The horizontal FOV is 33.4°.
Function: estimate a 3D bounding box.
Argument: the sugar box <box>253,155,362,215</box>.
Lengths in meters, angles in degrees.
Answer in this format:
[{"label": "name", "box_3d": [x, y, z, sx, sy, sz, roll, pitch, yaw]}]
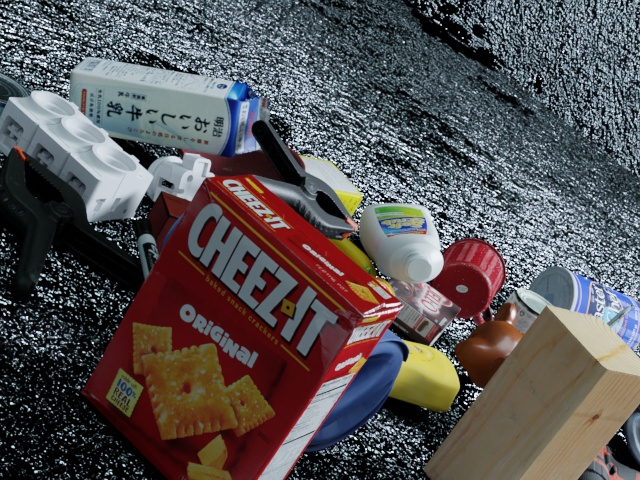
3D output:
[{"label": "sugar box", "box_3d": [-0.033, -0.080, 1.451, 0.175, 0.048, 0.093, 5, 33, -43]}]

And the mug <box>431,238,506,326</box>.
[{"label": "mug", "box_3d": [0.198, 0.064, 1.414, 0.117, 0.093, 0.081, 67, 24, -11]}]

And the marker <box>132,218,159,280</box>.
[{"label": "marker", "box_3d": [-0.160, 0.020, 1.005, 0.020, 0.020, 0.121, 18, 32, -32]}]

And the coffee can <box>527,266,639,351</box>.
[{"label": "coffee can", "box_3d": [0.376, 0.107, 1.526, 0.140, 0.103, 0.103, 21, 23, -27]}]

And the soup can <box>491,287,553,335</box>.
[{"label": "soup can", "box_3d": [0.240, 0.117, 1.312, 0.068, 0.102, 0.068, 28, 21, -12]}]

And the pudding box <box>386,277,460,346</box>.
[{"label": "pudding box", "box_3d": [0.117, 0.082, 1.308, 0.090, 0.039, 0.113, 36, 21, 10]}]

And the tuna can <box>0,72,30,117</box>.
[{"label": "tuna can", "box_3d": [-0.363, -0.158, 1.177, 0.086, 0.034, 0.086, 28, 21, -12]}]

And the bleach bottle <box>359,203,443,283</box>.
[{"label": "bleach bottle", "box_3d": [0.110, 0.007, 1.330, 0.102, 0.068, 0.251, 2, 12, -6]}]

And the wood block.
[{"label": "wood block", "box_3d": [0.201, 0.172, 0.989, 0.090, 0.206, 0.090, 14, 27, -40]}]

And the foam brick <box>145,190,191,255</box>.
[{"label": "foam brick", "box_3d": [-0.142, -0.009, 1.129, 0.078, 0.051, 0.053, 20, 23, -29]}]

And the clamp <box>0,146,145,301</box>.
[{"label": "clamp", "box_3d": [-0.243, -0.012, 1.016, 0.164, 0.036, 0.210, 12, 32, -45]}]

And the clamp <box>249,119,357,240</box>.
[{"label": "clamp", "box_3d": [-0.026, -0.065, 1.240, 0.171, 0.039, 0.120, 35, 43, -33]}]

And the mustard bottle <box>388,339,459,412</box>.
[{"label": "mustard bottle", "box_3d": [0.045, 0.120, 1.094, 0.191, 0.058, 0.096, 20, 15, -28]}]

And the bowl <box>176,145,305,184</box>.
[{"label": "bowl", "box_3d": [-0.102, -0.082, 1.312, 0.162, 0.055, 0.162, 12, 27, -6]}]

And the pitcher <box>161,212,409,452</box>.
[{"label": "pitcher", "box_3d": [-0.049, 0.068, 0.978, 0.243, 0.145, 0.149, 45, -5, 30]}]

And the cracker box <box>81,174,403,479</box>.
[{"label": "cracker box", "box_3d": [-0.066, 0.083, 0.802, 0.164, 0.214, 0.072, 40, 22, 20]}]
